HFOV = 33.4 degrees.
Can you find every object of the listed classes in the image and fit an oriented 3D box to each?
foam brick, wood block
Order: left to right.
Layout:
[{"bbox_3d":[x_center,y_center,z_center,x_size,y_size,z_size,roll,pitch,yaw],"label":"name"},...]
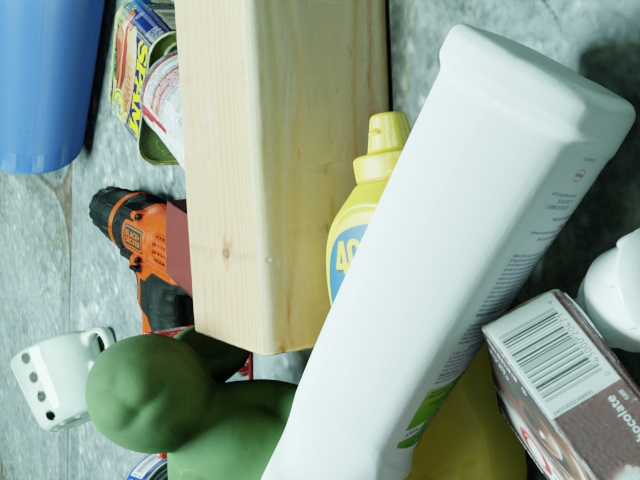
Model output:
[{"bbox_3d":[-0.054,0.001,0.681,0.053,0.078,0.051,31,124,53],"label":"foam brick"},{"bbox_3d":[-0.020,-0.049,0.601,0.091,0.090,0.206,9,104,58],"label":"wood block"}]

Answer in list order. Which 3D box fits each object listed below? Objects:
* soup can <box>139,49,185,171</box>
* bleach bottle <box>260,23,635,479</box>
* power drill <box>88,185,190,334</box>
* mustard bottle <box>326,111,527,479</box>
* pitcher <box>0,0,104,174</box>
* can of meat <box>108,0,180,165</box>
[{"bbox_3d":[-0.071,-0.076,0.693,0.102,0.068,0.068,49,136,51],"label":"soup can"},{"bbox_3d":[0.035,0.040,0.446,0.068,0.102,0.251,35,108,22],"label":"bleach bottle"},{"bbox_3d":[-0.140,0.056,0.855,0.185,0.057,0.188,24,116,56],"label":"power drill"},{"bbox_3d":[0.046,0.031,0.535,0.096,0.058,0.191,-9,87,49],"label":"mustard bottle"},{"bbox_3d":[-0.254,-0.189,0.948,0.145,0.149,0.243,41,135,29],"label":"pitcher"},{"bbox_3d":[-0.116,-0.119,0.781,0.084,0.057,0.102,49,135,48],"label":"can of meat"}]
